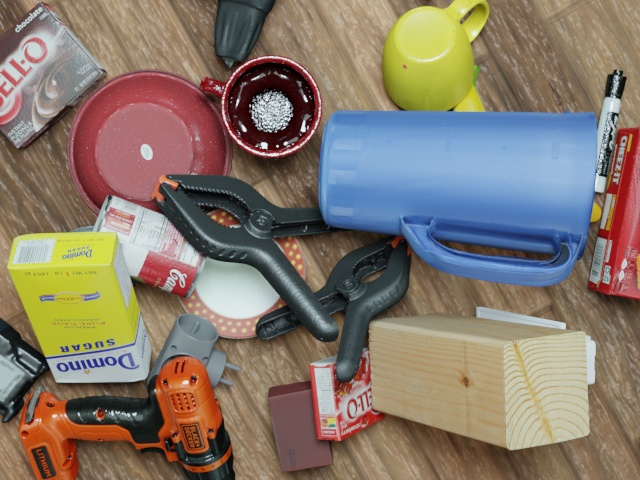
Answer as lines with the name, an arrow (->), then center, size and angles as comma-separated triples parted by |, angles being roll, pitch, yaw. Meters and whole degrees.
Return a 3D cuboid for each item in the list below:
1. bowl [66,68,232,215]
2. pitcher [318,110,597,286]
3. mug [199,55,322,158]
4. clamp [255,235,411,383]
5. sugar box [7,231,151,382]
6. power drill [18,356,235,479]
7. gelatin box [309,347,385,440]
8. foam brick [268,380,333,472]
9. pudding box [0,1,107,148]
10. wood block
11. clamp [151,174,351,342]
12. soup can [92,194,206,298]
bowl -> -0.165, -0.085, 1.019 | 0.162, 0.055, 0.162 | 0, 95, -2
pitcher -> 0.123, -0.049, 0.960 | 0.243, 0.149, 0.145 | 4, 102, 8
mug -> -0.058, -0.128, 1.006 | 0.117, 0.081, 0.093 | 17, 94, -3
clamp -> 0.034, 0.061, 1.008 | 0.171, 0.039, 0.120 | -40, 51, -17
sugar box -> -0.216, 0.066, 0.977 | 0.093, 0.048, 0.176 | -2, 136, 4
power drill -> -0.179, 0.196, 1.022 | 0.187, 0.057, 0.184 | -8, 122, 4
gelatin box -> 0.028, 0.146, 1.028 | 0.030, 0.089, 0.073 | -4, 94, 34
foam brick -> -0.020, 0.180, 1.046 | 0.053, 0.051, 0.078 | -9, 94, -1
pudding box -> -0.274, -0.156, 1.017 | 0.113, 0.039, 0.090 | -41, 94, 1
wood block -> 0.135, 0.120, 0.960 | 0.090, 0.206, 0.091 | -4, 93, -29
clamp -> -0.056, 0.001, 0.978 | 0.209, 0.164, 0.036 | 20, 136, -13
soup can -> -0.160, 0.005, 0.989 | 0.102, 0.068, 0.068 | 21, 93, -14
